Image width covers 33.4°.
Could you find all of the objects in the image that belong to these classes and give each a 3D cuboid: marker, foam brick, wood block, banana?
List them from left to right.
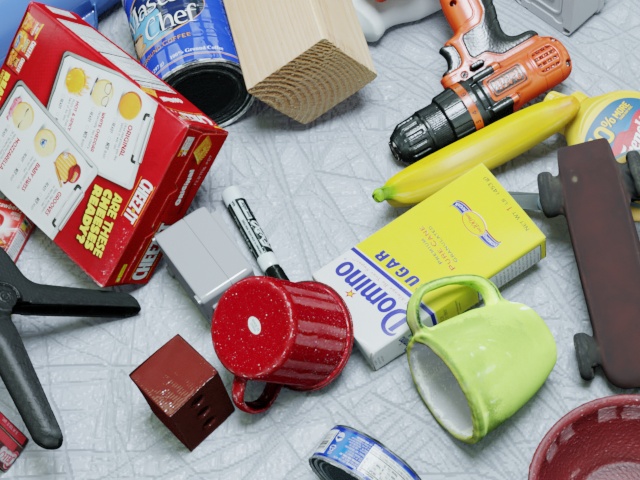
[{"bbox_3d":[-0.109,0.122,0.855,0.053,0.078,0.051,-42,62,-16],"label":"foam brick"},{"bbox_3d":[-0.056,0.001,0.950,0.020,0.020,0.121,-26,61,-8],"label":"marker"},{"bbox_3d":[-0.030,-0.226,0.999,0.091,0.090,0.206,-31,58,26],"label":"wood block"},{"bbox_3d":[0.134,-0.072,0.937,0.197,0.069,0.037,-27,97,-3],"label":"banana"}]

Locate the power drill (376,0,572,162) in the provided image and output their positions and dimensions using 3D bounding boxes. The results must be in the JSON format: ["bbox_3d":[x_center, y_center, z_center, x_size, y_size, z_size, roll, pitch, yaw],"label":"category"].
[{"bbox_3d":[0.111,-0.184,0.984,0.184,0.057,0.188,-30,84,-4],"label":"power drill"}]

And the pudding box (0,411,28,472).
[{"bbox_3d":[-0.301,0.134,0.865,0.114,0.090,0.039,28,66,21],"label":"pudding box"}]

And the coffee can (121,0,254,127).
[{"bbox_3d":[-0.127,-0.188,1.018,0.103,0.103,0.140,-17,60,-2],"label":"coffee can"}]

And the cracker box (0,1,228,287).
[{"bbox_3d":[-0.204,-0.086,0.948,0.214,0.072,0.164,38,109,24],"label":"cracker box"}]

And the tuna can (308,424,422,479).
[{"bbox_3d":[0.035,0.176,0.800,0.086,0.086,0.033,29,66,21],"label":"tuna can"}]

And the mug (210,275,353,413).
[{"bbox_3d":[-0.038,0.083,0.852,0.093,0.081,0.117,28,96,33],"label":"mug"}]

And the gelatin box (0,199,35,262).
[{"bbox_3d":[-0.317,-0.006,0.981,0.089,0.030,0.073,14,63,14],"label":"gelatin box"}]

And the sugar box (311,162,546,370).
[{"bbox_3d":[0.091,0.021,0.896,0.176,0.048,0.093,-33,62,-7],"label":"sugar box"}]

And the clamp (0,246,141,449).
[{"bbox_3d":[-0.253,0.050,0.867,0.210,0.036,0.164,41,41,-6],"label":"clamp"}]
